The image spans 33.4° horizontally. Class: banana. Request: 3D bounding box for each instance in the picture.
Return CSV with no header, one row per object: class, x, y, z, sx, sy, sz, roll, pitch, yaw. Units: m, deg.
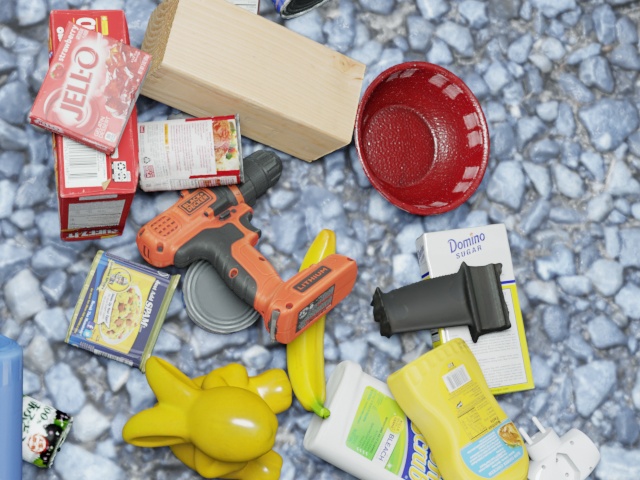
banana,-0.006,0.088,1.074,0.037,0.070,0.198,17,63,-36

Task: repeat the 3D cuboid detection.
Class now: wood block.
wood block,-0.070,-0.162,1.061,0.205,0.090,0.091,20,70,-26

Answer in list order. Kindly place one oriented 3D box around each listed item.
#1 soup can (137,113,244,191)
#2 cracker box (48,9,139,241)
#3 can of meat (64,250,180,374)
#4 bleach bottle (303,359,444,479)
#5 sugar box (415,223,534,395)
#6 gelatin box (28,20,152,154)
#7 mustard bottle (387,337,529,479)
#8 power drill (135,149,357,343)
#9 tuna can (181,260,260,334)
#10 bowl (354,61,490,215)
soup can,-0.126,-0.084,1.029,0.102,0.068,0.068,-5,81,-3
cracker box,-0.213,-0.099,0.990,0.072,0.214,0.164,-3,81,-14
can of meat,-0.194,0.069,1.045,0.084,0.057,0.102,20,77,-6
bleach bottle,0.113,0.219,1.077,0.250,0.068,0.102,27,72,-8
sugar box,0.161,0.075,1.120,0.093,0.048,0.176,-6,78,-9
gelatin box,-0.187,-0.124,0.871,0.073,0.030,0.089,22,76,-8
mustard bottle,0.148,0.194,1.031,0.096,0.058,0.192,-22,77,-41
power drill,-0.057,0.001,1.043,0.188,0.057,0.184,36,57,24
tuna can,-0.097,0.052,1.079,0.086,0.034,0.086,2,80,-11
bowl,0.097,-0.104,1.124,0.161,0.055,0.162,2,84,-24
